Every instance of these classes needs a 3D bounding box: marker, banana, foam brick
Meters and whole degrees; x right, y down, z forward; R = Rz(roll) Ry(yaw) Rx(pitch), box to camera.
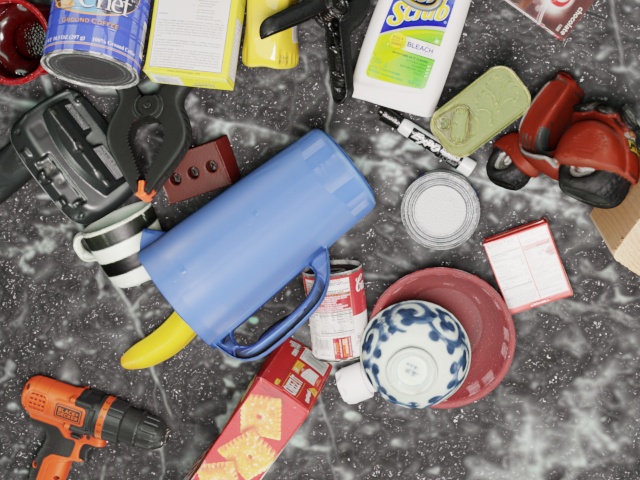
[{"bbox_3d":[0.115,-0.110,1.164,0.121,0.020,0.020,33,105,1],"label":"marker"},{"bbox_3d":[-0.163,0.081,1.241,0.070,0.037,0.198,34,104,18],"label":"banana"},{"bbox_3d":[-0.136,-0.079,1.192,0.078,0.051,0.053,-19,99,12],"label":"foam brick"}]

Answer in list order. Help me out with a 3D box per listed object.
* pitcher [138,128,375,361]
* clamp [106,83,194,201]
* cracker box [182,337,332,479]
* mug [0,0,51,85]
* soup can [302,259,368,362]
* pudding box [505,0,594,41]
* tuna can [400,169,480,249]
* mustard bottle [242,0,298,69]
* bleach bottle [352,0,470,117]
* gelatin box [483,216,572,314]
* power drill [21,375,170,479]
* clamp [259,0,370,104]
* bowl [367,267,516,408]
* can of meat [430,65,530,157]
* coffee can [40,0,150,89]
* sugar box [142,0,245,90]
[{"bbox_3d":[-0.057,0.001,1.137,0.243,0.145,0.149,-38,123,-1],"label":"pitcher"},{"bbox_3d":[-0.175,-0.148,1.162,0.164,0.036,0.210,-5,78,8],"label":"clamp"},{"bbox_3d":[-0.083,0.225,1.192,0.072,0.164,0.214,36,105,1],"label":"cracker box"},{"bbox_3d":[-0.337,-0.222,1.176,0.117,0.081,0.093,7,103,7],"label":"mug"},{"bbox_3d":[0.018,0.078,1.195,0.068,0.068,0.102,-5,102,9],"label":"soup can"},{"bbox_3d":[0.247,-0.277,1.097,0.090,0.039,0.114,36,105,-1],"label":"pudding box"},{"bbox_3d":[0.132,-0.035,1.170,0.086,0.033,0.086,2,102,8],"label":"tuna can"},{"bbox_3d":[-0.048,-0.278,1.112,0.058,0.096,0.192,5,103,9],"label":"mustard bottle"},{"bbox_3d":[0.107,-0.262,1.112,0.102,0.068,0.251,17,102,6],"label":"bleach bottle"},{"bbox_3d":[0.227,0.028,1.172,0.073,0.030,0.089,-20,98,14],"label":"gelatin box"},{"bbox_3d":[-0.286,0.270,1.290,0.184,0.057,0.188,18,101,8],"label":"power drill"},{"bbox_3d":[0.014,-0.225,1.097,0.039,0.171,0.120,-8,131,47],"label":"clamp"},{"bbox_3d":[0.135,0.102,1.188,0.162,0.055,0.162,2,102,8],"label":"bowl"},{"bbox_3d":[0.167,-0.138,1.116,0.102,0.084,0.057,-38,95,14],"label":"can of meat"},{"bbox_3d":[-0.231,-0.242,1.120,0.103,0.103,0.140,5,78,7],"label":"coffee can"},{"bbox_3d":[-0.127,-0.253,1.132,0.093,0.048,0.176,8,82,7],"label":"sugar box"}]
